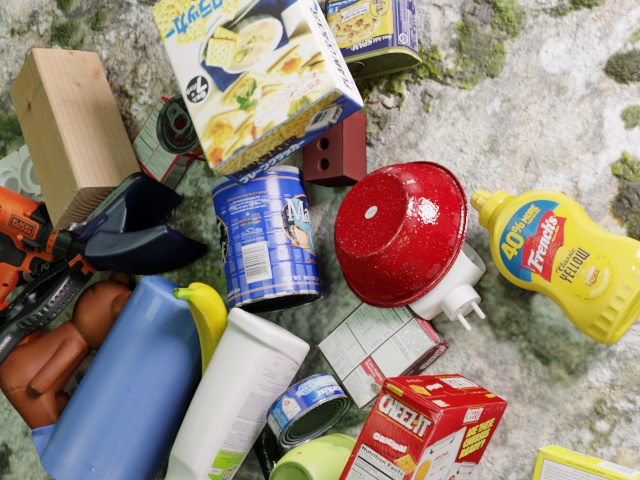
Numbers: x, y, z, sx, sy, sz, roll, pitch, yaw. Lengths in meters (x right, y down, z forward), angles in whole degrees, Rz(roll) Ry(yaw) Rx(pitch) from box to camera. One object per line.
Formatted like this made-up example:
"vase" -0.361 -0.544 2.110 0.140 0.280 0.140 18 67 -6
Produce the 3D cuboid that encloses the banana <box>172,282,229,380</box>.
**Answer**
"banana" -0.119 0.119 1.137 0.037 0.069 0.198 18 128 40

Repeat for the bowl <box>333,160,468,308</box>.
"bowl" 0.067 -0.016 1.070 0.162 0.055 0.162 -22 55 35

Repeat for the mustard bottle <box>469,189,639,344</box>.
"mustard bottle" 0.218 0.007 0.999 0.192 0.058 0.096 37 104 30

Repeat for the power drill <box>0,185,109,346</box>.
"power drill" -0.358 0.043 1.327 0.184 0.057 0.188 27 109 4

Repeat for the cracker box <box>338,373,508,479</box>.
"cracker box" 0.075 0.232 0.999 0.072 0.164 0.214 29 99 29

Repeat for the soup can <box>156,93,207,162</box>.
"soup can" -0.127 -0.122 1.202 0.069 0.102 0.068 -4 82 31

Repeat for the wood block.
"wood block" -0.298 -0.124 1.298 0.091 0.090 0.206 -45 59 41

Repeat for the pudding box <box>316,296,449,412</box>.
"pudding box" 0.062 0.108 1.096 0.114 0.039 0.090 -44 62 17

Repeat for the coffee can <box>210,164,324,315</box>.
"coffee can" -0.058 0.001 1.144 0.103 0.102 0.140 -17 75 29

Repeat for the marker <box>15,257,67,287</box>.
"marker" -0.355 0.036 1.374 0.121 0.020 0.020 -20 74 28

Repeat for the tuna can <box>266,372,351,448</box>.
"tuna can" -0.013 0.176 1.106 0.086 0.086 0.034 -46 62 19

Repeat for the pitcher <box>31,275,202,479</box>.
"pitcher" -0.196 0.172 1.200 0.145 0.149 0.243 30 93 40

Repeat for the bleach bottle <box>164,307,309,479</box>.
"bleach bottle" -0.108 0.199 1.104 0.068 0.102 0.251 28 89 33

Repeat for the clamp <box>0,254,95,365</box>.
"clamp" -0.358 0.090 1.261 0.210 0.036 0.165 -43 27 -6

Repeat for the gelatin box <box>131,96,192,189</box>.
"gelatin box" -0.183 -0.116 1.280 0.073 0.030 0.089 44 108 29

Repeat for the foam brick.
"foam brick" 0.016 -0.099 1.141 0.053 0.051 0.078 -5 82 32

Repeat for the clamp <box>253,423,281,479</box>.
"clamp" -0.068 0.210 1.164 0.120 0.039 0.171 12 90 28

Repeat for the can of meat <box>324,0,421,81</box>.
"can of meat" 0.053 -0.222 1.130 0.102 0.057 0.084 -8 78 30
